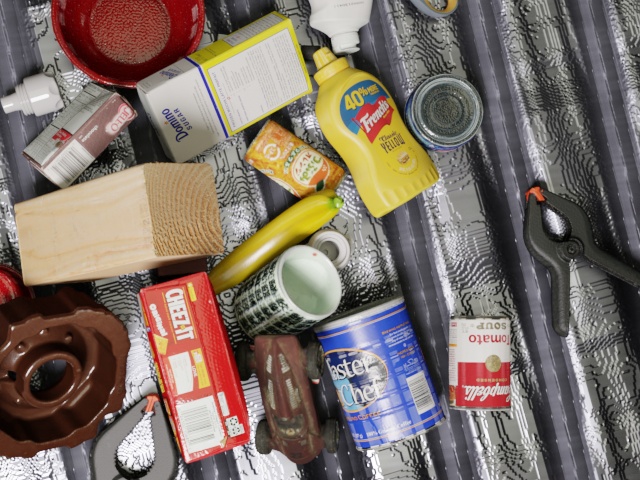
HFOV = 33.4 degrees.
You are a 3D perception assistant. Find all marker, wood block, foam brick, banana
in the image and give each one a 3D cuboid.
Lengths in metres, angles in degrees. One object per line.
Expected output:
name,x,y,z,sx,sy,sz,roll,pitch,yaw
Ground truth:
marker,-0.055,-0.214,1.189,0.121,0.020,0.020,5,86,-7
wood block,-0.203,-0.014,1.059,0.090,0.207,0.090,-4,85,-49
foam brick,-0.149,0.013,1.132,0.053,0.078,0.051,-4,85,-8
banana,-0.048,-0.003,1.142,0.198,0.069,0.037,-35,85,23

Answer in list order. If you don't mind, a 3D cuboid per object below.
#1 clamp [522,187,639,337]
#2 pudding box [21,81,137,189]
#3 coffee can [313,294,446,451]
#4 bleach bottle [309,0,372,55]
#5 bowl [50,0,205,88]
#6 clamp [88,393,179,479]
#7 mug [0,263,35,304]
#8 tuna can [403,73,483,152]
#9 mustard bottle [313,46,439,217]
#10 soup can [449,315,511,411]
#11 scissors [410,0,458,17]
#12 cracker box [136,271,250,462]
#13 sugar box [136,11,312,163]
clamp,0.292,0.012,1.212,0.120,0.039,0.171,-21,89,-10
pudding box,-0.253,-0.111,1.118,0.113,0.090,0.039,-46,120,-9
coffee can,0.063,0.140,1.140,0.102,0.103,0.140,-20,89,-9
bleach bottle,-0.004,-0.330,1.183,0.102,0.068,0.251,-11,90,-9
bowl,-0.206,-0.239,1.152,0.162,0.055,0.162,1,86,-8
clamp,-0.197,0.268,1.129,0.164,0.036,0.210,23,87,-6
mug,-0.340,0.078,1.100,0.093,0.081,0.117,-23,90,-9
tuna can,0.139,-0.144,1.204,0.086,0.034,0.086,1,86,-8
mustard bottle,0.048,-0.127,1.172,0.096,0.058,0.191,-31,90,-36
soup can,0.176,0.134,1.174,0.068,0.068,0.102,1,85,-8
scissors,0.083,-0.274,1.179,0.201,0.016,0.096,-31,103,-31
cracker box,-0.129,0.120,1.059,0.072,0.214,0.164,-15,89,-10
sugar box,-0.101,-0.164,1.140,0.176,0.048,0.093,-29,125,-13
